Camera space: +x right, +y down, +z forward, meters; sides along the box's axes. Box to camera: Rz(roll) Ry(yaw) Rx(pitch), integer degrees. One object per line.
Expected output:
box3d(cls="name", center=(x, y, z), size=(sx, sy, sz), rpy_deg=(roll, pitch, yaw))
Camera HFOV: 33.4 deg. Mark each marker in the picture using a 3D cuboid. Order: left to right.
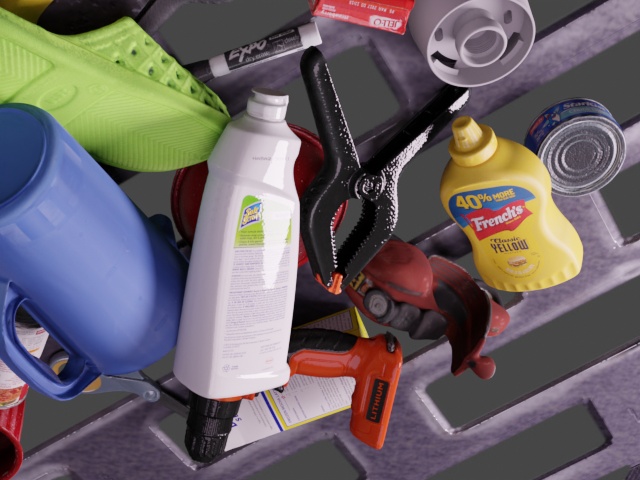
box3d(cls="marker", center=(-0.059, -0.152, 0.874), size=(0.121, 0.020, 0.020), rpy_deg=(-18, 124, 4))

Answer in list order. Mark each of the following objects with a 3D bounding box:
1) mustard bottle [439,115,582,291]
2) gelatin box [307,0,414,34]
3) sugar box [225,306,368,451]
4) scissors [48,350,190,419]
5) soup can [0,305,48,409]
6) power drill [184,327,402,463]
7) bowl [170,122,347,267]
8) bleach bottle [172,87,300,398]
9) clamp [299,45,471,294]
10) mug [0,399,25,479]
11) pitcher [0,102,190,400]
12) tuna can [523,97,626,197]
box3d(cls="mustard bottle", center=(0.160, -0.035, 0.947), size=(0.096, 0.058, 0.191), rpy_deg=(-8, 134, 30))
box3d(cls="gelatin box", center=(0.026, -0.192, 0.817), size=(0.073, 0.089, 0.030), rpy_deg=(9, 122, -15))
box3d(cls="sugar box", center=(-0.032, 0.138, 1.056), size=(0.176, 0.048, 0.093), rpy_deg=(-18, 120, 7))
box3d(cls="scissors", center=(-0.189, 0.153, 1.062), size=(0.096, 0.016, 0.201), rpy_deg=(-27, 123, 12))
box3d(cls="soup can", center=(-0.288, 0.094, 0.976), size=(0.068, 0.068, 0.102), rpy_deg=(17, 119, -19))
box3d(cls="power drill", center=(-0.027, 0.137, 0.992), size=(0.187, 0.057, 0.184), rpy_deg=(12, 105, -3))
box3d(cls="bowl", center=(-0.051, -0.023, 0.940), size=(0.162, 0.055, 0.162), rpy_deg=(-4, 124, -5))
box3d(cls="bleach bottle", center=(-0.056, 0.001, 0.873), size=(0.102, 0.068, 0.251), rpy_deg=(-6, 114, -43))
box3d(cls="clamp", center=(0.043, -0.056, 0.905), size=(0.164, 0.036, 0.210), rpy_deg=(-1, 112, -27))
box3d(cls="mug", center=(-0.333, 0.183, 1.019), size=(0.093, 0.081, 0.117), rpy_deg=(28, 117, -24))
box3d(cls="pitcher", center=(-0.203, 0.011, 0.835), size=(0.145, 0.149, 0.242), rpy_deg=(-23, 147, 4))
box3d(cls="tuna can", center=(0.228, -0.082, 0.954), size=(0.086, 0.034, 0.086), rpy_deg=(-4, 124, -6))
